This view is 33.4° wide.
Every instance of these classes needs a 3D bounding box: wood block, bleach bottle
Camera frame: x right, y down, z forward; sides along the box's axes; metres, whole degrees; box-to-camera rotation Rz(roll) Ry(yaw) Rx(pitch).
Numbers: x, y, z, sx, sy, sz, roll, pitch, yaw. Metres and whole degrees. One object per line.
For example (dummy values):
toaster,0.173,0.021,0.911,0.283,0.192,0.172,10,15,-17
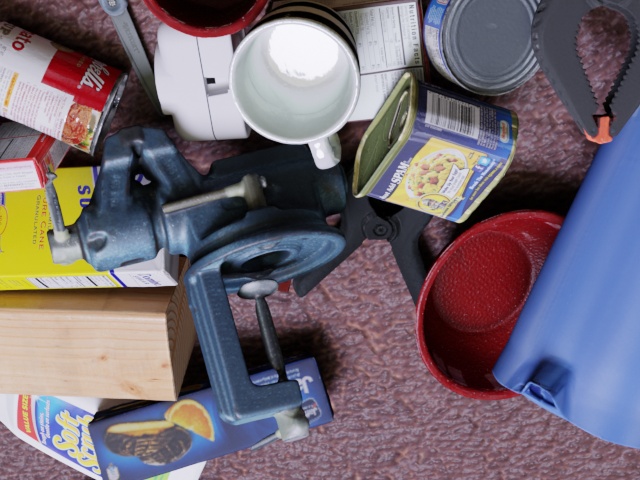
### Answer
wood block,-0.217,0.069,0.897,0.206,0.090,0.090,2,122,6
bleach bottle,-0.227,0.163,0.975,0.250,0.068,0.103,23,119,-6

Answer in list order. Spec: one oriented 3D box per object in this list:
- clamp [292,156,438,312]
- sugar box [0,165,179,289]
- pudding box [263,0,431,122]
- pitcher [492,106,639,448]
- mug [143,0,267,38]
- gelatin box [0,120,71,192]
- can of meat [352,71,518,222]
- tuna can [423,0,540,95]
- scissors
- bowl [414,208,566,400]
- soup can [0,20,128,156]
clamp,0.057,-0.009,0.848,0.120,0.039,0.172,16,122,-9
sugar box,-0.200,-0.010,0.843,0.176,0.093,0.048,-4,161,9
pudding box,0.022,-0.133,0.774,0.113,0.039,0.090,-6,120,7
pitcher,0.233,0.015,0.769,0.145,0.149,0.243,19,101,-8
mug,-0.063,-0.201,0.715,0.117,0.081,0.093,-30,114,23
gelatin box,-0.246,-0.064,0.826,0.089,0.073,0.030,-6,121,10
can of meat,0.080,-0.062,0.754,0.084,0.057,0.102,16,145,-14
tuna can,0.115,-0.146,0.739,0.086,0.034,0.086,-7,111,-18
scissors,-0.139,-0.189,0.769,0.096,0.016,0.201,-27,116,21
bowl,0.140,0.043,0.843,0.162,0.055,0.162,-6,112,-16
soup can,-0.203,-0.113,0.794,0.102,0.068,0.069,23,122,-7
